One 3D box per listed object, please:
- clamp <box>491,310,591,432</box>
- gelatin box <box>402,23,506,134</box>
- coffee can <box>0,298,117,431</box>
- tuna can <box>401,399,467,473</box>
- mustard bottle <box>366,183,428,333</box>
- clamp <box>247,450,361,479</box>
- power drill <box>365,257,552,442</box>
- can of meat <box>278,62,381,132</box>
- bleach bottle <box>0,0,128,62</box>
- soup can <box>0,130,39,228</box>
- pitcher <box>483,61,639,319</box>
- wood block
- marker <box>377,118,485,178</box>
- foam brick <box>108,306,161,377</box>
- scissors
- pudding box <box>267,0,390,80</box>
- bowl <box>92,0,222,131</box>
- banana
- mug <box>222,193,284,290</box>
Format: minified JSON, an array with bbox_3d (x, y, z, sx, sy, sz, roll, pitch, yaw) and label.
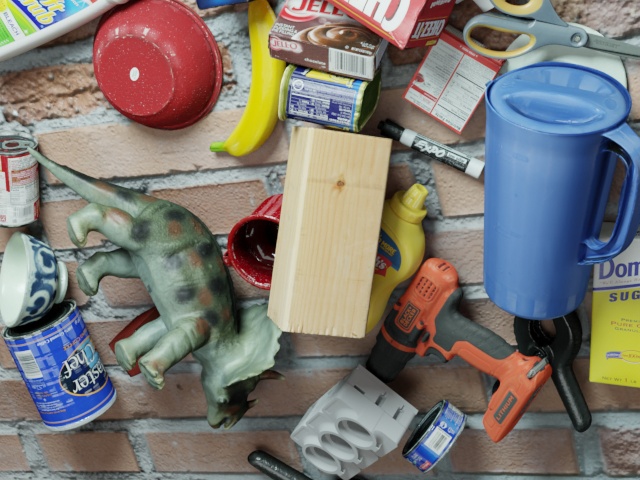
[{"bbox_3d":[0.256,0.130,1.177,0.120,0.039,0.171,22,124,26],"label":"clamp"},{"bbox_3d":[0.135,-0.165,1.089,0.073,0.030,0.089,32,125,5],"label":"gelatin box"},{"bbox_3d":[-0.338,0.161,1.385,0.103,0.102,0.140,-11,111,24],"label":"coffee can"},{"bbox_3d":[0.133,0.230,1.255,0.034,0.086,0.086,38,122,1],"label":"tuna can"},{"bbox_3d":[0.062,0.013,1.188,0.096,0.058,0.192,46,123,19],"label":"mustard bottle"},{"bbox_3d":[0.009,0.358,1.393,0.210,0.036,0.164,5,116,17],"label":"clamp"},{"bbox_3d":[0.149,0.137,1.196,0.188,0.057,0.185,39,127,17],"label":"power drill"},{"bbox_3d":[0.012,-0.154,1.101,0.084,0.102,0.057,13,119,11],"label":"can of meat"},{"bbox_3d":[-0.290,-0.282,1.172,0.251,0.068,0.102,-19,108,25],"label":"bleach bottle"},{"bbox_3d":[-0.378,-0.074,1.303,0.068,0.068,0.102,13,119,14],"label":"soup can"},{"bbox_3d":[0.228,-0.038,1.044,0.145,0.149,0.243,1,128,4],"label":"pitcher"},{"bbox_3d":[0.008,-0.010,1.113,0.090,0.090,0.206,7,95,-14],"label":"wood block"},{"bbox_3d":[0.116,-0.099,1.137,0.121,0.020,0.020,25,121,7],"label":"marker"},{"bbox_3d":[-0.217,0.123,1.337,0.051,0.078,0.053,-26,104,30],"label":"foam brick"},{"bbox_3d":[0.237,-0.211,1.010,0.202,0.016,0.096,-1,118,2],"label":"scissors"},{"bbox_3d":[0.014,-0.212,1.075,0.113,0.090,0.039,16,144,10],"label":"pudding box"},{"bbox_3d":[-0.193,-0.190,1.185,0.162,0.055,0.162,8,117,16],"label":"bowl"},{"bbox_3d":[-0.071,-0.165,1.163,0.069,0.037,0.198,25,121,7],"label":"banana"},{"bbox_3d":[-0.058,0.001,1.215,0.117,0.081,0.093,-22,106,28],"label":"mug"}]
